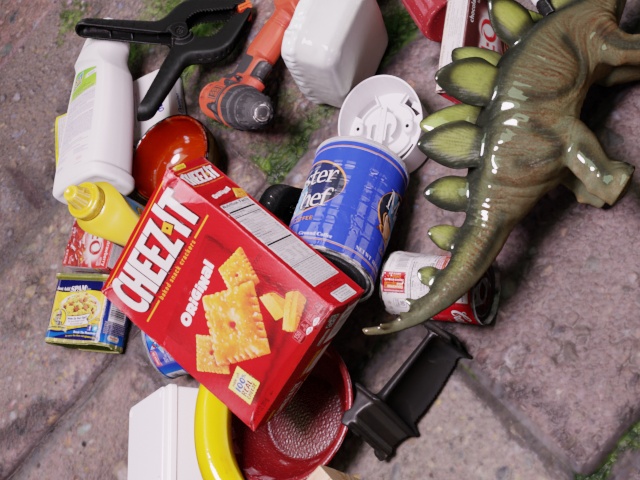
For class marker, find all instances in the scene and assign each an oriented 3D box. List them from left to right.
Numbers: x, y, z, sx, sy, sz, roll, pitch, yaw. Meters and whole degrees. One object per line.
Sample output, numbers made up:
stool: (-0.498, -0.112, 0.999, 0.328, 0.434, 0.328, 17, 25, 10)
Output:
marker: (0.224, -0.278, 1.146, 0.020, 0.020, 0.121, -32, 59, 15)

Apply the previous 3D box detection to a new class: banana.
banana: (-0.093, 0.193, 1.065, 0.069, 0.037, 0.198, -14, 64, -4)

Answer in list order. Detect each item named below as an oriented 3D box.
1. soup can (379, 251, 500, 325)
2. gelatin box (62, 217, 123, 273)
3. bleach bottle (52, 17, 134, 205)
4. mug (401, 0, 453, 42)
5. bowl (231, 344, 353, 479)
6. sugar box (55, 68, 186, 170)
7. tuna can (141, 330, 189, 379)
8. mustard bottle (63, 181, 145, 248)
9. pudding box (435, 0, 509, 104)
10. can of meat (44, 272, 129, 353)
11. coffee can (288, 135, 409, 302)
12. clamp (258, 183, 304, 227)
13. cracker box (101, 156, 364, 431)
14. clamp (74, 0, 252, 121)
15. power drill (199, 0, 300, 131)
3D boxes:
soup can: (0.117, 0.045, 1.049, 0.102, 0.068, 0.068, 3, 73, 31)
gelatin box: (-0.273, -0.005, 1.314, 0.073, 0.030, 0.089, 3, 73, 30)
bleach bottle: (-0.264, -0.165, 1.293, 0.103, 0.068, 0.251, -22, 55, 37)
mug: (0.141, -0.273, 1.159, 0.117, 0.093, 0.081, -17, 62, -18)
bowl: (-0.028, 0.175, 1.088, 0.162, 0.055, 0.162, -11, 66, 26)
sugar box: (-0.253, -0.143, 1.349, 0.176, 0.048, 0.093, -19, 61, 19)
tuna can: (-0.158, 0.107, 1.172, 0.034, 0.086, 0.086, -18, 63, 21)
mustard bottle: (-0.216, -0.019, 1.190, 0.096, 0.191, 0.058, 40, 93, 35)
pudding box: (0.165, -0.188, 1.098, 0.039, 0.089, 0.113, -13, 63, 46)
can of meat: (-0.272, 0.086, 1.263, 0.102, 0.057, 0.084, 0, 74, 30)
coffee can: (0.024, -0.021, 1.086, 0.103, 0.102, 0.140, 1, 55, 30)
clamp: (-0.058, 0.001, 1.145, 0.039, 0.171, 0.120, 16, 121, 28)
cracker box: (-0.090, 0.050, 1.024, 0.214, 0.072, 0.164, 39, 117, 13)
clamp: (-0.180, -0.246, 1.290, 0.209, 0.036, 0.165, -35, 69, -23)
power drill: (-0.057, -0.209, 1.219, 0.187, 0.057, 0.185, -54, 26, -4)
